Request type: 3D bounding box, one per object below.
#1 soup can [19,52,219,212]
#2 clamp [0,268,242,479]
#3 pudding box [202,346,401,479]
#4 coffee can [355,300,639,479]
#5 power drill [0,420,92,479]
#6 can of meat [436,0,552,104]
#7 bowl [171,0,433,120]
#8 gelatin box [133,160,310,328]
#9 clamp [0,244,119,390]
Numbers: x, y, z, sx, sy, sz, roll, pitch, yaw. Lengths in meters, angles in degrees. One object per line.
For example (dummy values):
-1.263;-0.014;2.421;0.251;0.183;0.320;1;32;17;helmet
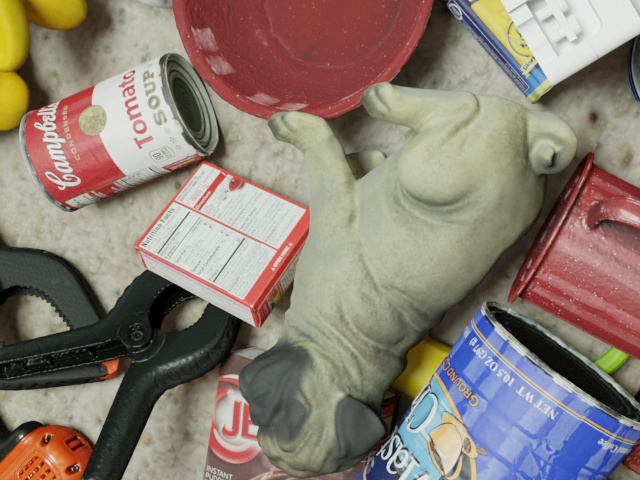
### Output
-0.122;-0.066;0.655;0.102;0.068;0.068;-20;90;16;soup can
-0.105;0.074;0.640;0.171;0.039;0.120;-32;67;-7;clamp
-0.013;0.122;0.646;0.114;0.039;0.090;13;99;28;pudding box
0.086;0.117;0.555;0.103;0.102;0.140;36;101;10;coffee can
-0.268;0.147;0.723;0.187;0.057;0.184;46;101;5;power drill
0.127;-0.137;0.584;0.102;0.057;0.084;-41;86;16;can of meat
-0.003;-0.147;0.614;0.162;0.055;0.162;1;93;24;bowl
-0.054;0.001;0.638;0.089;0.030;0.073;25;65;22;gelatin box
-0.229;0.043;0.684;0.210;0.036;0.164;34;73;0;clamp
